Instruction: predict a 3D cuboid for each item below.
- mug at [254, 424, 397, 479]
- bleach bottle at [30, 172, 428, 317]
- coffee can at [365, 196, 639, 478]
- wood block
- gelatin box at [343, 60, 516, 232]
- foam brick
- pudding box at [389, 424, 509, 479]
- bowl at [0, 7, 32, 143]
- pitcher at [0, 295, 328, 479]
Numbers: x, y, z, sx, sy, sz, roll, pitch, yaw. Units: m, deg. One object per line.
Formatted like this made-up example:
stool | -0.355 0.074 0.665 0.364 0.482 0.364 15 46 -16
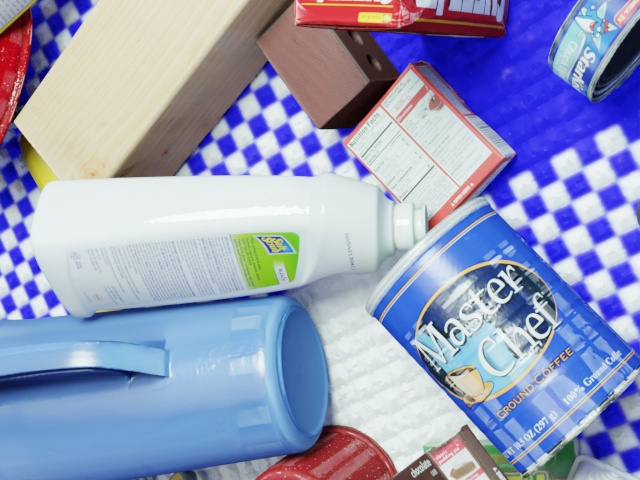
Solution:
mug | -0.002 0.197 0.748 0.093 0.081 0.117 11 104 26
bleach bottle | -0.055 0.001 0.703 0.251 0.102 0.068 -2 54 10
coffee can | 0.111 0.058 0.652 0.140 0.102 0.103 47 116 14
wood block | -0.109 -0.126 0.747 0.091 0.090 0.206 50 117 12
gelatin box | 0.070 -0.061 0.696 0.089 0.030 0.073 48 118 13
foam brick | 0.006 -0.119 0.707 0.051 0.052 0.078 -40 80 27
pudding box | 0.088 0.175 0.675 0.090 0.039 0.114 52 151 13
bowl | -0.278 -0.120 0.812 0.162 0.055 0.162 -28 54 46
pitcher | -0.127 0.104 0.752 0.243 0.149 0.145 -10 109 19
